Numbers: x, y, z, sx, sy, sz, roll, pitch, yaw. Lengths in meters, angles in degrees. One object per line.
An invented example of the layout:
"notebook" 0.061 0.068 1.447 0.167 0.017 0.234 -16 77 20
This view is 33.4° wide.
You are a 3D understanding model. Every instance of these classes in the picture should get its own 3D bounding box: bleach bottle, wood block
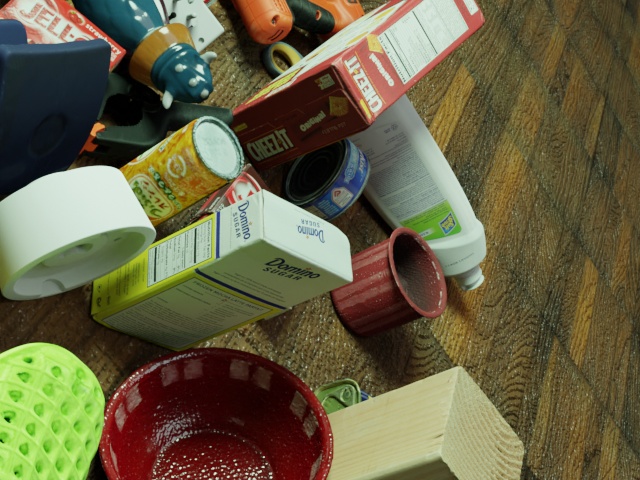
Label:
"bleach bottle" 0.101 -0.045 1.154 0.250 0.103 0.068 57 23 -23
"wood block" 0.034 0.181 0.782 0.090 0.206 0.090 51 35 -20

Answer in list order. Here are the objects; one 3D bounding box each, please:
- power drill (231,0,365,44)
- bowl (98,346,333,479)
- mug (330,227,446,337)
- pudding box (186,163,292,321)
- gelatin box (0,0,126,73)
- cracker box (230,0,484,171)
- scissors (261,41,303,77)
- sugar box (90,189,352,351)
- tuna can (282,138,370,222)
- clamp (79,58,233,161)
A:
"power drill" -0.042 -0.278 1.129 0.187 0.057 0.184 0 62 -53
"bowl" -0.074 0.152 0.746 0.162 0.055 0.162 6 41 -5
"mug" 0.068 0.040 1.046 0.093 0.082 0.117 58 33 -10
"pudding box" -0.056 0.001 0.934 0.113 0.039 0.090 54 33 -16
"gelatin box" -0.203 -0.145 0.804 0.089 0.030 0.073 40 50 -12
"cracker box" 0.036 -0.160 1.012 0.213 0.164 0.072 -44 107 -38
"scissors" -0.007 -0.190 1.160 0.096 0.016 0.201 56 33 -13
"sugar box" -0.073 0.026 0.763 0.093 0.177 0.048 27 48 -44
"tuna can" 0.005 -0.060 1.021 0.033 0.086 0.086 38 41 -33
"clamp" -0.141 -0.106 0.880 0.120 0.039 0.171 37 40 -6
